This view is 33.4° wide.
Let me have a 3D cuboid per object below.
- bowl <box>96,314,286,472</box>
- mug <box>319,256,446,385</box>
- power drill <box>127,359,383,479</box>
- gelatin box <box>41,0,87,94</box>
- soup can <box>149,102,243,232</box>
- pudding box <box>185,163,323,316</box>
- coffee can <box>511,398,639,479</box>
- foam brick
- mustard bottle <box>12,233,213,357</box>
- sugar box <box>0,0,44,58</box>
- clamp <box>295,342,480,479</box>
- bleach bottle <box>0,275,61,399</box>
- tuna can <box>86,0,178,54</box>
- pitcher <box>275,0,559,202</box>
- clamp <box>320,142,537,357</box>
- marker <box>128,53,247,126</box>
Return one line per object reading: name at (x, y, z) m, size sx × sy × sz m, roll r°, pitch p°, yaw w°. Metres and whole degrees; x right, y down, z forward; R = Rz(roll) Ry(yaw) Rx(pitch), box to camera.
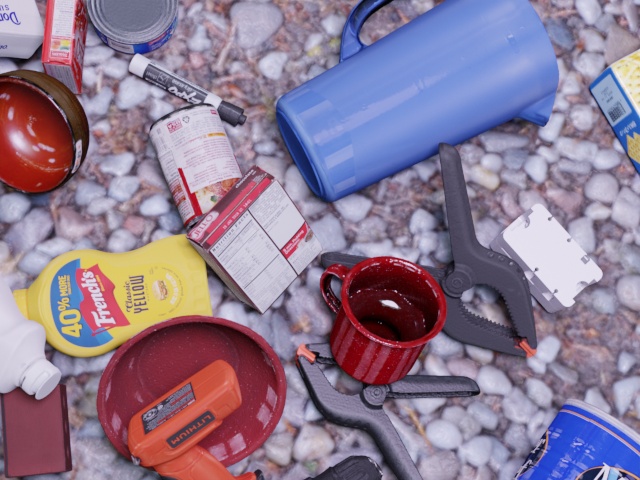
bowl at (-0.113, 0.123, 0.927) m, size 0.162 × 0.055 × 0.162 m, roll -5°, pitch 116°, yaw -10°
mug at (0.045, 0.067, 0.940) m, size 0.117 × 0.082 × 0.093 m, roll 37°, pitch 54°, yaw 14°
power drill at (-0.059, 0.194, 0.899) m, size 0.184 × 0.057 × 0.187 m, roll -34°, pitch 112°, yaw -4°
gelatin box at (-0.233, -0.181, 0.977) m, size 0.030 × 0.089 × 0.073 m, roll 4°, pitch 79°, yaw -6°
soup can at (-0.109, -0.066, 0.978) m, size 0.068 × 0.068 × 0.102 m, roll -21°, pitch 81°, yaw -9°
pudding box at (-0.056, 0.001, 0.950) m, size 0.090 × 0.113 × 0.039 m, roll -46°, pitch 46°, yaw -11°
coffee can at (0.221, 0.225, 0.936) m, size 0.103 × 0.103 × 0.140 m, roll 38°, pitch 78°, yaw 2°
foam brick at (-0.247, 0.165, 0.929) m, size 0.051 × 0.053 × 0.078 m, roll -6°, pitch 81°, yaw -6°
mustard bottle at (-0.195, 0.054, 0.952) m, size 0.191 × 0.058 × 0.096 m, roll -8°, pitch 87°, yaw -6°
sugar box at (-0.322, -0.252, 0.974) m, size 0.093 × 0.048 × 0.176 m, roll -4°, pitch 69°, yaw -46°
clamp at (0.049, 0.152, 0.963) m, size 0.171 × 0.039 × 0.120 m, roll 21°, pitch 62°, yaw 4°
bleach bottle at (-0.316, 0.039, 0.909) m, size 0.251 × 0.068 × 0.103 m, roll 38°, pitch 103°, yaw 13°
tuna can at (-0.178, -0.222, 1.018) m, size 0.086 × 0.034 × 0.086 m, roll 1°, pitch 79°, yaw -5°
pitcher at (0.081, -0.144, 0.984) m, size 0.242 × 0.145 × 0.149 m, roll -28°, pitch 43°, yaw -7°
clamp at (0.114, 0.035, 0.978) m, size 0.165 × 0.036 × 0.210 m, roll -36°, pitch 101°, yaw 20°
marker at (-0.125, -0.142, 1.016) m, size 0.121 × 0.020 × 0.020 m, roll 28°, pitch 78°, yaw 0°
